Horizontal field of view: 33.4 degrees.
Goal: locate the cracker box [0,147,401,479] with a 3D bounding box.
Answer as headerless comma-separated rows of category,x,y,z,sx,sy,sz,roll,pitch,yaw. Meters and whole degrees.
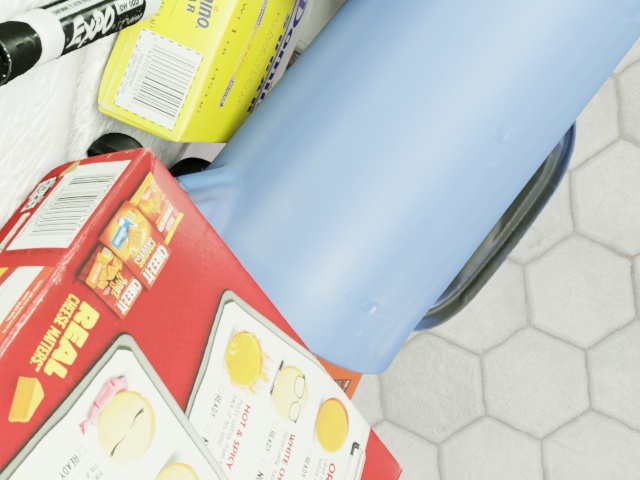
cracker box,-0.068,0.097,0.422,0.213,0.072,0.164,55,48,-33

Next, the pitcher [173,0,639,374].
pitcher,0.058,-0.062,0.506,0.243,0.145,0.149,-51,174,13

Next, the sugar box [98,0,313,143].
sugar box,-0.047,-0.095,0.516,0.093,0.048,0.176,-65,174,8

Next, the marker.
marker,-0.086,-0.073,0.363,0.121,0.020,0.020,-56,170,-63
